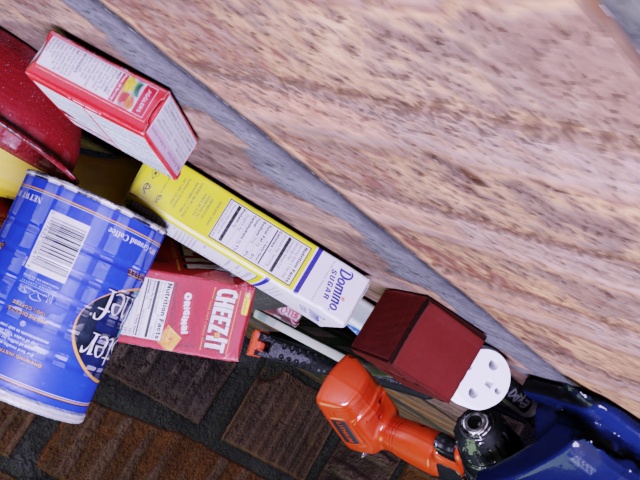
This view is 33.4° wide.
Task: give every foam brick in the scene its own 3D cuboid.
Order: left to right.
[{"bbox_3d":[0.064,0.069,0.717,0.053,0.051,0.078,34,172,-14],"label":"foam brick"}]

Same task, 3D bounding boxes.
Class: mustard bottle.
[{"bbox_3d":[-0.196,-0.049,0.822,0.191,0.058,0.096,13,176,-15],"label":"mustard bottle"}]

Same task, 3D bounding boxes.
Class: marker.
[{"bbox_3d":[0.148,0.119,0.826,0.020,0.020,0.121,23,169,44],"label":"marker"}]

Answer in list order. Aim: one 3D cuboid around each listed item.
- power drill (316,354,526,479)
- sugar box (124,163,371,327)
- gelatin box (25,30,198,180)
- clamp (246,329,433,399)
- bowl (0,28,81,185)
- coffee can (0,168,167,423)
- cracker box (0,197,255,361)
[{"bbox_3d":[0.088,0.159,0.859,0.188,0.057,0.184,24,156,36],"label":"power drill"},{"bbox_3d":[-0.055,0.001,0.765,0.176,0.048,0.093,29,171,-7],"label":"sugar box"},{"bbox_3d":[-0.110,-0.072,0.581,0.073,0.030,0.089,28,172,10],"label":"gelatin box"},{"bbox_3d":[0.017,0.131,1.167,0.209,0.036,0.165,15,-179,-41],"label":"clamp"},{"bbox_3d":[-0.211,-0.101,0.684,0.162,0.055,0.162,30,172,5],"label":"bowl"},{"bbox_3d":[-0.177,0.037,0.710,0.103,0.140,0.103,23,174,3],"label":"coffee can"},{"bbox_3d":[-0.170,0.020,0.864,0.213,0.072,0.164,11,-166,-15],"label":"cracker box"}]
